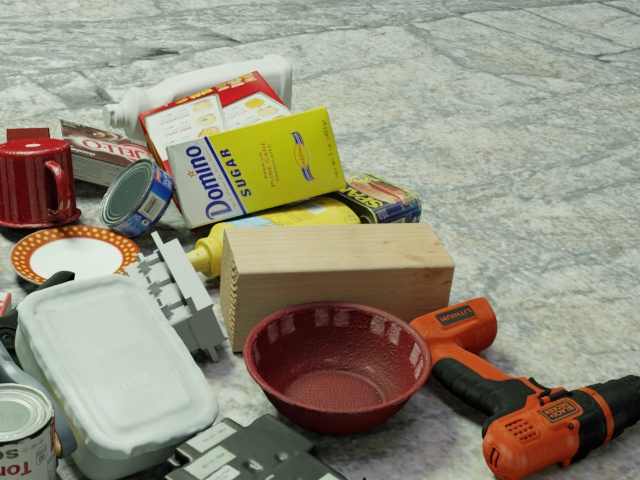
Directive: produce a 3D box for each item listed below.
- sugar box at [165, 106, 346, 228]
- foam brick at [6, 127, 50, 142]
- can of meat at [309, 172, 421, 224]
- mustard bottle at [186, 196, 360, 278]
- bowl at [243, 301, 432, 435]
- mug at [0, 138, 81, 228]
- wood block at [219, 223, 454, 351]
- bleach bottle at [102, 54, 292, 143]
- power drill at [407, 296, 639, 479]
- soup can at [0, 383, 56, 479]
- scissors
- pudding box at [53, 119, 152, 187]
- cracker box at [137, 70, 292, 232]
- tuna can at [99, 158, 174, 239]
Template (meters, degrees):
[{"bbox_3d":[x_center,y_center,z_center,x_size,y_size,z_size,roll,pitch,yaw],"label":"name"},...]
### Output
[{"bbox_3d":[-0.069,-0.078,1.141,0.176,0.093,0.048,-16,4,-11],"label":"sugar box"},{"bbox_3d":[-0.341,-0.095,1.253,0.051,0.053,0.078,-3,30,-16],"label":"foam brick"},{"bbox_3d":[0.052,-0.034,1.211,0.102,0.057,0.083,29,34,36],"label":"can of meat"},{"bbox_3d":[-0.057,0.002,1.120,0.191,0.058,0.096,-15,27,-33],"label":"mustard bottle"},{"bbox_3d":[0.013,0.118,0.921,0.162,0.055,0.162,2,29,-1],"label":"bowl"},{"bbox_3d":[-0.301,-0.061,1.144,0.093,0.081,0.117,-13,20,-35],"label":"mug"},{"bbox_3d":[0.012,0.042,1.027,0.206,0.091,0.090,-2,29,-13],"label":"wood block"},{"bbox_3d":[-0.161,-0.182,1.393,0.250,0.102,0.068,-10,28,-29],"label":"bleach bottle"},{"bbox_3d":[0.178,0.122,0.945,0.184,0.057,0.188,-14,34,-32],"label":"power drill"},{"bbox_3d":[-0.221,0.161,0.753,0.068,0.102,0.068,5,28,-3],"label":"soup can"},{"bbox_3d":[-0.250,0.103,0.830,0.016,0.096,0.202,-25,56,-36],"label":"scissors"},{"bbox_3d":[-0.257,-0.098,1.262,0.113,0.039,0.090,12,24,-23],"label":"pudding box"},{"bbox_3d":[-0.112,-0.110,1.267,0.164,0.072,0.214,-22,35,-9],"label":"cracker box"},{"bbox_3d":[-0.199,-0.044,1.155,0.033,0.086,0.086,38,10,-34],"label":"tuna can"}]
